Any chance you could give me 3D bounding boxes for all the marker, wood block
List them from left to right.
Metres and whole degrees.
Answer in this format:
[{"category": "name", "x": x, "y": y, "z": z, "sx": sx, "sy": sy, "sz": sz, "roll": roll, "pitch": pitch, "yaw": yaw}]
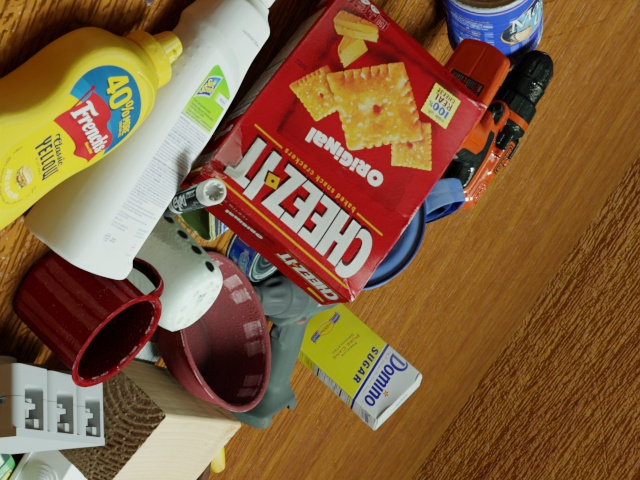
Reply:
[{"category": "wood block", "x": -0.166, "y": 0.176, "z": 1.018, "sx": 0.091, "sy": 0.090, "sz": 0.206, "roll": -51, "pitch": 162, "yaw": 0}, {"category": "marker", "x": -0.101, "y": -0.032, "z": 0.823, "sx": 0.020, "sy": 0.020, "sz": 0.121, "roll": -43, "pitch": -166, "yaw": -21}]

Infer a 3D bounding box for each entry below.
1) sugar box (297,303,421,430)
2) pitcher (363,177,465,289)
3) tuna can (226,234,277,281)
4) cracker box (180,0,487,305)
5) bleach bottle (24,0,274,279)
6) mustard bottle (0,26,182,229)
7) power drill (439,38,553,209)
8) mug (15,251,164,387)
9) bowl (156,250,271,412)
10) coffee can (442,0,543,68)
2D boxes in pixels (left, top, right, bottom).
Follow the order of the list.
[{"category": "sugar box", "x": 0.040, "y": 0.156, "z": 1.411, "sx": 0.093, "sy": 0.176, "sz": 0.048, "roll": -42, "pitch": 159, "yaw": -24}, {"category": "pitcher", "x": 0.045, "y": -0.013, "z": 1.052, "sx": 0.145, "sy": 0.149, "sz": 0.243, "roll": -62, "pitch": 174, "yaw": -3}, {"category": "tuna can", "x": -0.057, "y": 0.001, "z": 1.124, "sx": 0.086, "sy": 0.034, "sz": 0.086, "roll": -43, "pitch": 160, "yaw": -21}, {"category": "cracker box", "x": 0.014, "y": -0.080, "z": 0.877, "sx": 0.213, "sy": 0.164, "sz": 0.072, "roll": -55, "pitch": -165, "yaw": -18}, {"category": "bleach bottle", "x": -0.111, "y": -0.092, "z": 0.790, "sx": 0.251, "sy": 0.068, "sz": 0.102, "roll": -54, "pitch": 166, "yaw": 0}, {"category": "mustard bottle", "x": -0.164, "y": -0.083, "z": 0.686, "sx": 0.191, "sy": 0.058, "sz": 0.096, "roll": -40, "pitch": 154, "yaw": -29}, {"category": "power drill", "x": 0.163, "y": -0.128, "z": 1.045, "sx": 0.184, "sy": 0.057, "sz": 0.187, "roll": -60, "pitch": 157, "yaw": 0}, {"category": "mug", "x": -0.180, "y": 0.050, "z": 0.860, "sx": 0.117, "sy": 0.081, "sz": 0.093, "roll": -38, "pitch": 157, "yaw": -33}, {"category": "bowl", "x": -0.113, "y": 0.094, "z": 1.054, "sx": 0.055, "sy": 0.162, "sz": 0.161, "roll": -17, "pitch": 175, "yaw": 25}, {"category": "coffee can", "x": 0.174, "y": -0.247, "z": 1.084, "sx": 0.103, "sy": 0.103, "sz": 0.140, "roll": -49, "pitch": 161, "yaw": -5}]
